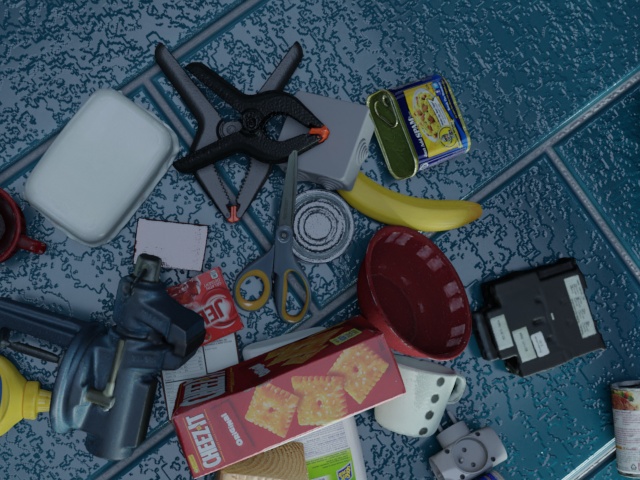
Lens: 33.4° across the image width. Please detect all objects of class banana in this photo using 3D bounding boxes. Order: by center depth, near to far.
[{"bbox_3d":[0.086,-0.050,1.208,0.197,0.037,0.069,26,86,-5],"label":"banana"}]

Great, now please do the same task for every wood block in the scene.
[{"bbox_3d":[-0.076,0.319,1.123,0.090,0.090,0.206,9,105,-7],"label":"wood block"}]

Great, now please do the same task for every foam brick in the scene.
[{"bbox_3d":[-0.164,0.005,1.170,0.078,0.053,0.051,6,88,-6],"label":"foam brick"}]

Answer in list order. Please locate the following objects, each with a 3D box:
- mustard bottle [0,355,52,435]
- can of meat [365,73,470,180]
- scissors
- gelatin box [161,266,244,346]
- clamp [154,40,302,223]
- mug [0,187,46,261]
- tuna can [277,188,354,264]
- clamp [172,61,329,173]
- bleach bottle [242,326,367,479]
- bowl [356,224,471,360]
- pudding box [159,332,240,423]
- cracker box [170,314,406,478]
[{"bbox_3d":[-0.378,0.165,1.138,0.191,0.058,0.096,5,83,-7],"label":"mustard bottle"},{"bbox_3d":[0.110,-0.129,1.193,0.083,0.058,0.102,-22,92,-27],"label":"can of meat"},{"bbox_3d":[-0.058,0.001,1.164,0.096,0.016,0.202,-6,112,6],"label":"scissors"},{"bbox_3d":[-0.135,0.078,1.146,0.089,0.030,0.073,-22,87,-6],"label":"gelatin box"},{"bbox_3d":[-0.109,-0.126,1.188,0.164,0.036,0.210,5,88,-3],"label":"clamp"},{"bbox_3d":[-0.348,-0.011,1.134,0.117,0.081,0.093,18,86,-6],"label":"mug"},{"bbox_3d":[-0.005,-0.016,1.198,0.086,0.034,0.086,0,88,-7],"label":"tuna can"},{"bbox_3d":[-0.079,-0.115,1.147,0.171,0.039,0.120,16,98,11],"label":"clamp"},{"bbox_3d":[-0.007,0.228,1.178,0.102,0.068,0.251,-14,93,-4],"label":"bleach bottle"},{"bbox_3d":[0.092,0.066,1.172,0.161,0.055,0.162,26,47,-32],"label":"bowl"},{"bbox_3d":[-0.133,0.139,1.177,0.090,0.039,0.113,-9,86,-5],"label":"pudding box"},{"bbox_3d":[-0.036,0.146,1.057,0.213,0.164,0.072,-21,94,-3],"label":"cracker box"}]
